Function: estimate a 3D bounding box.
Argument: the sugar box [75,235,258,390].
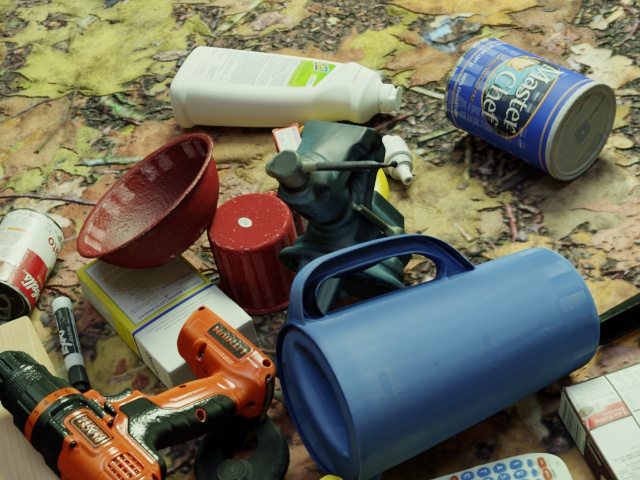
[{"bbox_3d":[-0.146,0.064,1.002,0.093,0.048,0.176,-32,49,-21],"label":"sugar box"}]

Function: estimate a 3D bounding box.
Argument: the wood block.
[{"bbox_3d":[-0.252,0.174,0.881,0.090,0.090,0.206,-22,43,-10],"label":"wood block"}]

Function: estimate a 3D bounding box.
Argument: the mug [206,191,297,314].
[{"bbox_3d":[-0.057,0.001,1.018,0.093,0.081,0.117,7,47,20],"label":"mug"}]

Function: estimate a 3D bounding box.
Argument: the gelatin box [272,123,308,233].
[{"bbox_3d":[-0.022,-0.063,1.083,0.030,0.073,0.089,-16,43,-4],"label":"gelatin box"}]

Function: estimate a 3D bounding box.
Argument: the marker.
[{"bbox_3d":[-0.235,0.099,1.005,0.020,0.020,0.121,-20,44,-8],"label":"marker"}]

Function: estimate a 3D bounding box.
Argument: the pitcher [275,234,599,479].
[{"bbox_3d":[0.093,0.080,0.841,0.242,0.149,0.145,-20,50,-22],"label":"pitcher"}]

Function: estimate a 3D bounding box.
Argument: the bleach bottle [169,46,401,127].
[{"bbox_3d":[-0.035,-0.165,1.202,0.251,0.068,0.102,8,47,18],"label":"bleach bottle"}]

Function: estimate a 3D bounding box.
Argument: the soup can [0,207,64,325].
[{"bbox_3d":[-0.303,0.025,1.063,0.068,0.068,0.102,0,44,14],"label":"soup can"}]

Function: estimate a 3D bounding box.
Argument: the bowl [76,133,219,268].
[{"bbox_3d":[-0.149,-0.026,0.996,0.162,0.055,0.162,-31,28,18],"label":"bowl"}]

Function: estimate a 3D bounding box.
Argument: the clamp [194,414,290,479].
[{"bbox_3d":[-0.077,0.199,0.850,0.120,0.039,0.171,-5,37,2],"label":"clamp"}]

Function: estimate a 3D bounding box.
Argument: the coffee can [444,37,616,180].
[{"bbox_3d":[0.211,-0.135,1.080,0.102,0.103,0.140,-37,48,-24],"label":"coffee can"}]

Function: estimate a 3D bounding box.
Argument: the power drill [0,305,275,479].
[{"bbox_3d":[-0.143,0.120,0.842,0.185,0.057,0.187,37,44,28],"label":"power drill"}]
